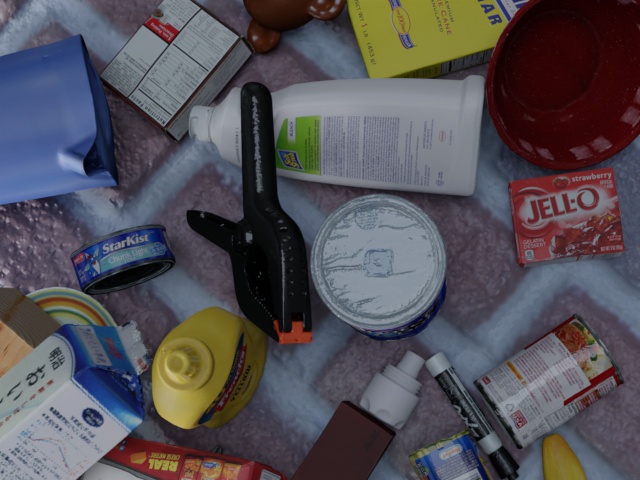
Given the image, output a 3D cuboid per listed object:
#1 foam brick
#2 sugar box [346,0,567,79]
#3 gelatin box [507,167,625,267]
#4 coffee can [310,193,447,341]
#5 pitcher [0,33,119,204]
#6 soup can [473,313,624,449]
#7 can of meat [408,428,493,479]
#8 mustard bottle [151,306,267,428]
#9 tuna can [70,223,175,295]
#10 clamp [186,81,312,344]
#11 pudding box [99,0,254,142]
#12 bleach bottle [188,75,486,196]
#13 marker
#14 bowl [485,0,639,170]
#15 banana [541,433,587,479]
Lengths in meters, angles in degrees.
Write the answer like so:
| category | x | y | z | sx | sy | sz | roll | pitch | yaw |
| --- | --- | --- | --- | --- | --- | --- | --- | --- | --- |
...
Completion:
| category | x | y | z | sx | sy | sz | roll | pitch | yaw |
| --- | --- | --- | --- | --- | --- | --- | --- | --- | --- |
| foam brick | 0.021 | 0.179 | 0.886 | 0.053 | 0.051 | 0.078 | 33 | 86 | 10 |
| sugar box | 0.117 | -0.199 | 0.939 | 0.176 | 0.048 | 0.093 | -17 | 79 | 5 |
| gelatin box | 0.208 | -0.019 | 0.906 | 0.089 | 0.030 | 0.073 | -7 | 80 | 6 |
| coffee can | 0.051 | 0.026 | 0.862 | 0.103 | 0.140 | 0.103 | -1 | 81 | 7 |
| pitcher | -0.302 | -0.092 | 0.916 | 0.242 | 0.149 | 0.145 | -13 | 87 | -6 |
| soup can | 0.185 | 0.115 | 0.868 | 0.102 | 0.068 | 0.068 | -34 | 78 | 1 |
| can of meat | 0.112 | 0.198 | 0.847 | 0.057 | 0.102 | 0.084 | -26 | 76 | 1 |
| mustard bottle | -0.090 | 0.100 | 0.841 | 0.058 | 0.191 | 0.096 | 27 | 85 | 10 |
| tuna can | -0.169 | 0.017 | 0.919 | 0.086 | 0.086 | 0.034 | -21 | 80 | 3 |
| clamp | -0.056 | 0.001 | 0.861 | 0.036 | 0.165 | 0.210 | 0 | 56 | -29 |
| pudding box | -0.130 | -0.159 | 0.963 | 0.090 | 0.039 | 0.113 | 39 | 89 | 19 |
| bleach bottle | 0.011 | -0.098 | 0.914 | 0.251 | 0.068 | 0.102 | 6 | 119 | 9 |
| marker | 0.128 | 0.148 | 0.894 | 0.020 | 0.020 | 0.121 | -34 | 79 | 1 |
| bowl | 0.205 | -0.143 | 0.892 | 0.162 | 0.055 | 0.162 | -5 | 114 | -12 |
| banana | 0.187 | 0.258 | 0.857 | 0.069 | 0.037 | 0.198 | 19 | 82 | 1 |
